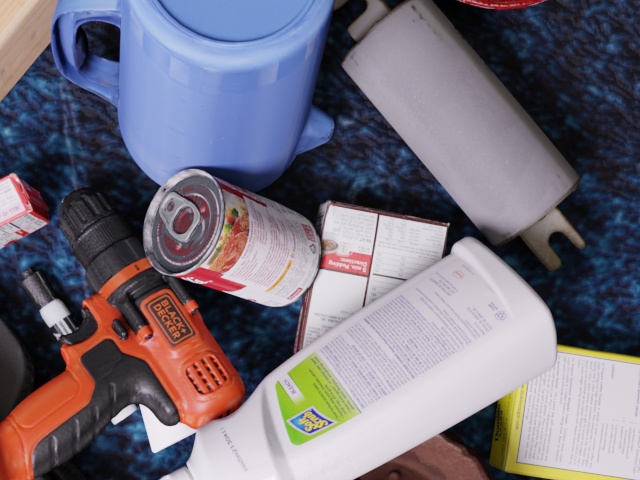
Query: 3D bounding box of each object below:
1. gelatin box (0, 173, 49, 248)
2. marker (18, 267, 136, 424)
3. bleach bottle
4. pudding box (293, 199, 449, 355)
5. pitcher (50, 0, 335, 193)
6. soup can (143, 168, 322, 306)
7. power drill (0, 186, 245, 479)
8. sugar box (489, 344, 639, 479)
[{"bbox_3d":[-0.226,-0.009,0.698,0.089,0.073,0.030,-28,88,-6],"label":"gelatin box"},{"bbox_3d":[-0.166,0.070,0.724,0.020,0.020,0.121,-35,89,-7],"label":"marker"},{"bbox_3d":[0.016,0.093,0.652,0.250,0.103,0.068,-27,130,-13],"label":"bleach bottle"},{"bbox_3d":[0.035,0.035,0.735,0.090,0.039,0.113,11,87,-6],"label":"pudding box"},{"bbox_3d":[-0.070,-0.115,0.635,0.149,0.243,0.145,-30,84,-12],"label":"pitcher"},{"bbox_3d":[-0.055,0.001,0.690,0.069,0.102,0.068,-13,67,35],"label":"soup can"},{"bbox_3d":[-0.165,0.069,0.661,0.187,0.057,0.184,-30,71,-24],"label":"power drill"},{"bbox_3d":[0.212,0.125,0.740,0.176,0.048,0.093,10,84,-8],"label":"sugar box"}]
